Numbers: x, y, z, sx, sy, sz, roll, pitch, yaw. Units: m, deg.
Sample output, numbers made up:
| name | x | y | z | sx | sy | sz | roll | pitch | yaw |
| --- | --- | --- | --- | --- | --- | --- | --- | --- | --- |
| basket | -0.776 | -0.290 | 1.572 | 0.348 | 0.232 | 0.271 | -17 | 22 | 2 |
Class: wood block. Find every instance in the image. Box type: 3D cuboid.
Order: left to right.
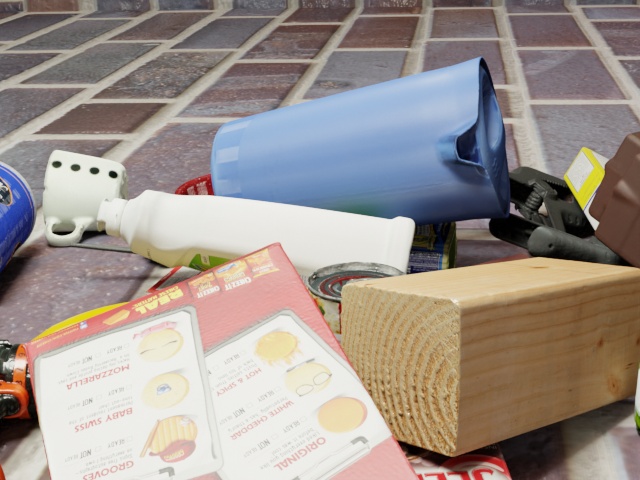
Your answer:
| name | x | y | z | sx | sy | sz | roll | pitch | yaw |
| --- | --- | --- | --- | --- | --- | --- | --- | --- | --- |
| wood block | 0.115 | 0.065 | 0.684 | 0.205 | 0.090 | 0.091 | -6 | 9 | -45 |

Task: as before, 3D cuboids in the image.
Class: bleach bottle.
| name | x | y | z | sx | sy | sz | roll | pitch | yaw |
| --- | --- | --- | --- | --- | --- | --- | --- | --- | --- |
| bleach bottle | -0.056 | 0.001 | 0.856 | 0.251 | 0.068 | 0.102 | 12 | -23 | 3 |

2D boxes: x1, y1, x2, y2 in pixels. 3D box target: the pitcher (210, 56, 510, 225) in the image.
| name | x | y | z | sx | sy | sz | roll | pitch | yaw |
| --- | --- | --- | --- | --- | --- | --- | --- | --- | --- |
| pitcher | 0.039 | -0.069 | 0.917 | 0.243 | 0.149 | 0.145 | -8 | 53 | 18 |

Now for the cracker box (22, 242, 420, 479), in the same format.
| name | x | y | z | sx | sy | sz | roll | pitch | yaw |
| --- | --- | --- | --- | --- | --- | --- | --- | --- | --- |
| cracker box | -0.057 | 0.109 | 0.562 | 0.164 | 0.072 | 0.214 | -22 | 38 | -9 |

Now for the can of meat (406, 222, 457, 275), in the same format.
| name | x | y | z | sx | sy | sz | roll | pitch | yaw |
| --- | --- | --- | --- | --- | --- | --- | --- | --- | --- |
| can of meat | 0.076 | 0.014 | 0.952 | 0.084 | 0.057 | 0.102 | 4 | 20 | 11 |

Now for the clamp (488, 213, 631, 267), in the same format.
| name | x | y | z | sx | sy | sz | roll | pitch | yaw |
| --- | --- | --- | --- | --- | --- | --- | --- | --- | --- |
| clamp | 0.224 | 0.013 | 0.895 | 0.171 | 0.039 | 0.120 | 20 | 11 | -19 |

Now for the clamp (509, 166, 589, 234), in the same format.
| name | x | y | z | sx | sy | sz | roll | pitch | yaw |
| --- | --- | --- | --- | --- | --- | --- | --- | --- | --- |
| clamp | 0.216 | -0.033 | 1.048 | 0.209 | 0.036 | 0.165 | 3 | 36 | -49 |

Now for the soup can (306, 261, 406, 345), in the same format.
| name | x | y | z | sx | sy | sz | roll | pitch | yaw |
| --- | --- | --- | --- | --- | --- | --- | --- | --- | --- |
| soup can | 0.026 | 0.073 | 0.719 | 0.068 | 0.102 | 0.068 | -2 | 20 | 0 |

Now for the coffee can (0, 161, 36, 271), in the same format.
| name | x | y | z | sx | sy | sz | roll | pitch | yaw |
| --- | --- | --- | --- | --- | --- | --- | --- | --- | --- |
| coffee can | -0.329 | -0.009 | 0.981 | 0.103 | 0.103 | 0.140 | -2 | 20 | 0 |

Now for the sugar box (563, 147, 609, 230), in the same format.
| name | x | y | z | sx | sy | sz | roll | pitch | yaw |
| --- | --- | --- | --- | --- | --- | --- | --- | --- | --- |
| sugar box | 0.296 | -0.030 | 1.028 | 0.093 | 0.048 | 0.176 | 27 | 21 | -6 |
